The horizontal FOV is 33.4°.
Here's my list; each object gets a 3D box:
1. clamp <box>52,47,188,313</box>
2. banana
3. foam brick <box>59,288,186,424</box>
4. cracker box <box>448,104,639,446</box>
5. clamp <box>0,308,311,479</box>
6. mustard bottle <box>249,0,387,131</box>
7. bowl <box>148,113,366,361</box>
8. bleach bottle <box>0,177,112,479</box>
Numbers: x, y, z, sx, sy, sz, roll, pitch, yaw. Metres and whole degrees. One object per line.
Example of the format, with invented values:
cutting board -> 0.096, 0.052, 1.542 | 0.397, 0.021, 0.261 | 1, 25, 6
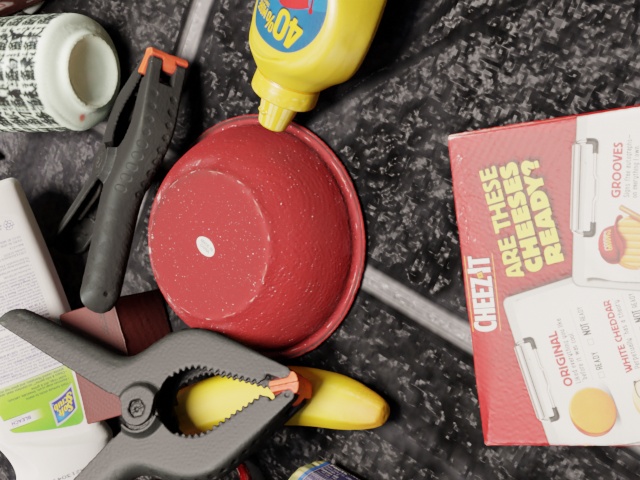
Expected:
clamp -> -0.137, -0.045, 0.715 | 0.120, 0.039, 0.171 | 24, 93, 55
banana -> -0.053, 0.114, 0.672 | 0.198, 0.037, 0.069 | -21, 59, 12
foam brick -> -0.133, 0.078, 0.726 | 0.053, 0.051, 0.078 | -17, 85, 30
cracker box -> 0.180, 0.013, 0.518 | 0.214, 0.072, 0.164 | -7, 90, 32
clamp -> -0.111, 0.097, 0.654 | 0.210, 0.036, 0.164 | -19, 70, 12
mustard bottle -> 0.003, -0.148, 0.609 | 0.096, 0.058, 0.192 | 53, 131, 44
bowl -> -0.054, 0.001, 0.670 | 0.162, 0.055, 0.162 | 3, 96, 32
bleach bottle -> -0.214, 0.089, 0.739 | 0.068, 0.102, 0.251 | -170, 62, -73
